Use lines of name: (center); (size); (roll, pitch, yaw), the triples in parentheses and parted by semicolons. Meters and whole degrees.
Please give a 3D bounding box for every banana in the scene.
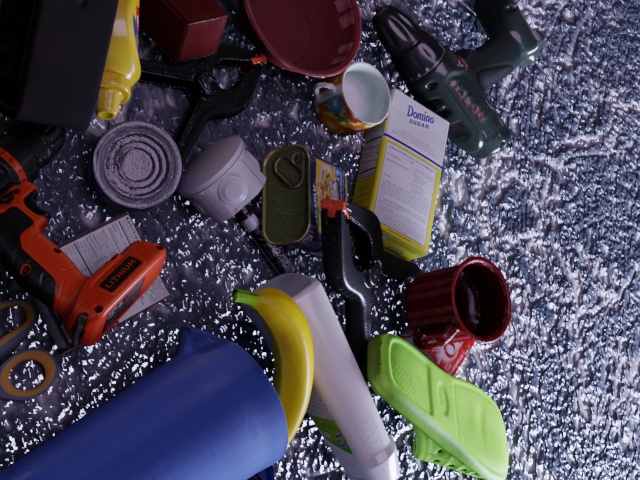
banana: (-0.038, 0.117, 0.988); (0.069, 0.037, 0.198); (-13, 119, -11)

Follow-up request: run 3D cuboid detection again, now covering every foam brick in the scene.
foam brick: (-0.139, -0.220, 1.049); (0.051, 0.053, 0.078); (-24, 62, -38)

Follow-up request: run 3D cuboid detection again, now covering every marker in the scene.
marker: (-0.057, 0.001, 1.099); (0.121, 0.020, 0.020); (54, 53, -15)

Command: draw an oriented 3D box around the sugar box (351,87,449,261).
sugar box: (0.090, -0.075, 1.217); (0.093, 0.048, 0.176); (28, 59, -30)

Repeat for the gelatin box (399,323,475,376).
gelatin box: (0.141, 0.105, 1.220); (0.073, 0.030, 0.089); (52, 54, -16)

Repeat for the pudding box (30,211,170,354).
pudding box: (-0.203, 0.037, 0.964); (0.113, 0.039, 0.090); (-31, 97, -40)

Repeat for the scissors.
scissors: (-0.295, 0.133, 0.882); (0.096, 0.016, 0.201); (49, 55, -18)

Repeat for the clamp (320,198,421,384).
clamp: (0.049, 0.027, 1.121); (0.164, 0.036, 0.210); (-55, 140, -38)

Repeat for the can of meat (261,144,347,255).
can of meat: (-0.014, -0.039, 1.105); (0.083, 0.058, 0.102); (18, 67, -56)

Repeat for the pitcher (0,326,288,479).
pitcher: (-0.150, 0.199, 0.910); (0.242, 0.145, 0.149); (-29, 55, -35)

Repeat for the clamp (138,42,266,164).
clamp: (-0.129, -0.159, 1.072); (0.171, 0.039, 0.120); (-44, 109, -36)

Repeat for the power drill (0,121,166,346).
power drill: (-0.227, -0.012, 0.905); (0.187, 0.057, 0.184); (34, 53, 6)

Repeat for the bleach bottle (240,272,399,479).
bleach bottle: (0.013, 0.157, 1.076); (0.068, 0.103, 0.251); (-32, 106, -21)

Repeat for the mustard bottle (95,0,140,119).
mustard bottle: (-0.192, -0.198, 0.977); (0.058, 0.096, 0.191); (5, 66, -16)

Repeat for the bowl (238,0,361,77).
bowl: (-0.033, -0.244, 1.153); (0.161, 0.055, 0.162); (13, 69, -37)

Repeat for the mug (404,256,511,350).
mug: (0.140, 0.077, 1.151); (0.093, 0.082, 0.117); (52, 53, -18)

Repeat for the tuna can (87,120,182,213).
tuna can: (-0.173, -0.069, 0.998); (0.086, 0.034, 0.086); (1, 86, -18)
